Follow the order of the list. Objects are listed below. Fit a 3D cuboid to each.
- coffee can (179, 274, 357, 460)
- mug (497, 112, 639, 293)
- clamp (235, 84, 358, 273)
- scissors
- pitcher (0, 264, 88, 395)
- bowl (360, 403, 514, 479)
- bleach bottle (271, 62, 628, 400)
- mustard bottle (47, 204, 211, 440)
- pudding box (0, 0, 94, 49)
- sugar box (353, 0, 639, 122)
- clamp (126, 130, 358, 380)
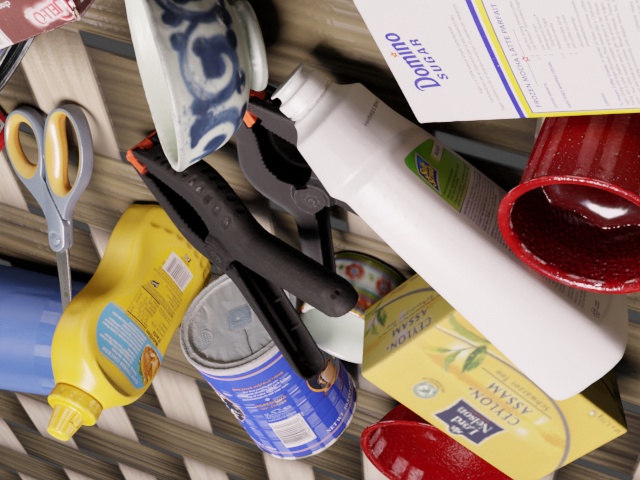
[{"bbox_3d":[-0.040,0.103,0.886,0.103,0.102,0.140,5,144,31],"label":"coffee can"},{"bbox_3d":[0.147,-0.026,0.571,0.093,0.081,0.117,25,149,1],"label":"mug"},{"bbox_3d":[-0.004,-0.029,0.708,0.171,0.039,0.120,44,125,-16],"label":"clamp"},{"bbox_3d":[-0.214,-0.017,0.830,0.096,0.016,0.202,29,121,27],"label":"scissors"},{"bbox_3d":[-0.321,0.084,1.038,0.243,0.149,0.145,7,133,24],"label":"pitcher"},{"bbox_3d":[0.119,0.179,0.928,0.162,0.055,0.162,19,149,12],"label":"bowl"},{"bbox_3d":[0.075,-0.016,0.642,0.250,0.102,0.068,41,118,-11],"label":"bleach bottle"},{"bbox_3d":[-0.158,0.071,0.838,0.058,0.191,0.096,4,143,33],"label":"mustard bottle"},{"bbox_3d":[-0.154,-0.153,0.597,0.114,0.090,0.039,-4,136,42],"label":"pudding box"},{"bbox_3d":[0.112,-0.105,0.515,0.177,0.048,0.093,5,144,37],"label":"sugar box"},{"bbox_3d":[-0.055,0.001,0.737,0.210,0.036,0.165,48,158,5],"label":"clamp"}]
